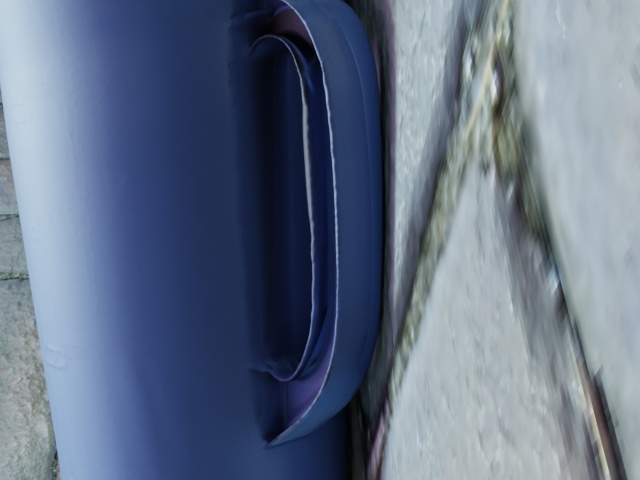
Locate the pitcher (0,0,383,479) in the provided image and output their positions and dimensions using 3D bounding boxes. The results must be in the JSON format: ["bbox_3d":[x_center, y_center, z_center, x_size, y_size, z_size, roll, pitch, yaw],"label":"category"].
[{"bbox_3d":[-0.043,0.021,0.403,0.149,0.145,0.243,-54,-39,-80],"label":"pitcher"}]
